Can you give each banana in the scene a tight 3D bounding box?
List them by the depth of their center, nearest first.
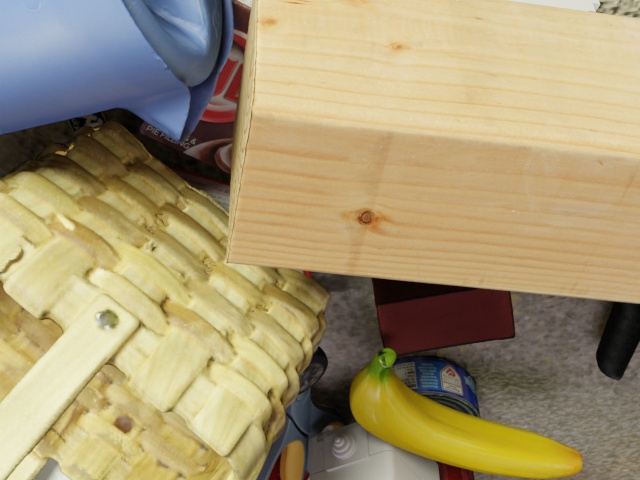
[{"bbox_3d":[0.082,0.119,0.672,0.197,0.037,0.070,29,153,-34],"label":"banana"}]

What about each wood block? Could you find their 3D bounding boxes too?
[{"bbox_3d":[0.069,-0.040,0.447,0.206,0.090,0.091,6,138,-7],"label":"wood block"}]

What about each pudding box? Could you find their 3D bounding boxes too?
[{"bbox_3d":[-0.019,-0.070,0.523,0.113,0.039,0.090,22,132,-24],"label":"pudding box"}]

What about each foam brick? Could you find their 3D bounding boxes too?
[{"bbox_3d":[0.070,0.028,0.624,0.078,0.053,0.051,-11,137,8],"label":"foam brick"}]

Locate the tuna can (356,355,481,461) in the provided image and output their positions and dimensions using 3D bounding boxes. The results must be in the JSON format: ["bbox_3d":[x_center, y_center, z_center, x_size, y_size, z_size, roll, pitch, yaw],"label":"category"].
[{"bbox_3d":[0.066,0.117,0.733,0.086,0.034,0.086,-1,137,-1],"label":"tuna can"}]

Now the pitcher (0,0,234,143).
[{"bbox_3d":[-0.169,-0.106,0.428,0.243,0.149,0.145,-13,151,16],"label":"pitcher"}]
